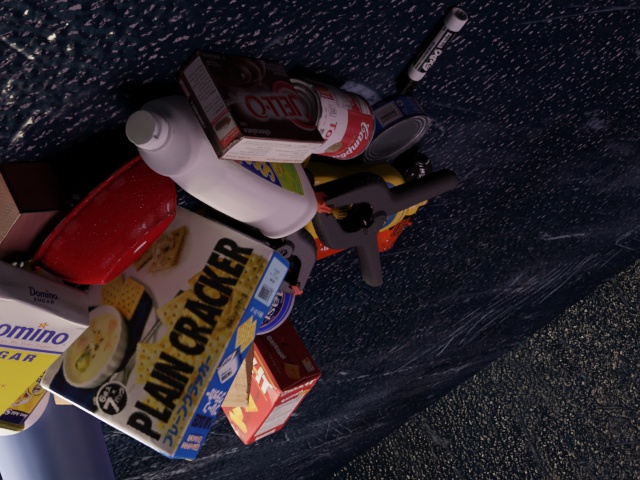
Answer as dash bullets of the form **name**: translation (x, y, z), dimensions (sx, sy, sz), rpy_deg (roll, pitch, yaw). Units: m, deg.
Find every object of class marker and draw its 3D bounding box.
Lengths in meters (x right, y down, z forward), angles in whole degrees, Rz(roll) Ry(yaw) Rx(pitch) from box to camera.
- **marker**: translation (0.110, -0.188, 1.081), dimensions (0.020, 0.020, 0.121), rpy_deg (-16, 157, -37)

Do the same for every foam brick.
- **foam brick**: translation (-0.257, -0.023, 0.901), dimensions (0.051, 0.053, 0.078), rpy_deg (-8, 152, -49)

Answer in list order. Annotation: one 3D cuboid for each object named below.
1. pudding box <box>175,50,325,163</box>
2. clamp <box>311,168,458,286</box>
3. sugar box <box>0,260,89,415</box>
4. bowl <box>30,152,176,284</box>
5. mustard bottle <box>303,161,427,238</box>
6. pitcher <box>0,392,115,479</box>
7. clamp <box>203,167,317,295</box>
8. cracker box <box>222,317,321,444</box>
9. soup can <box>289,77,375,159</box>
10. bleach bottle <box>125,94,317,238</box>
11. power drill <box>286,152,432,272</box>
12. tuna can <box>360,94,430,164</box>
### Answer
- **pudding box**: translation (-0.059, -0.112, 0.911), dimensions (0.113, 0.090, 0.039), rpy_deg (-5, 150, -51)
- **clamp**: translation (0.060, -0.033, 1.161), dimensions (0.165, 0.036, 0.209), rpy_deg (-51, 147, 10)
- **sugar box**: translation (-0.287, 0.097, 0.921), dimensions (0.093, 0.048, 0.176), rpy_deg (25, 125, -38)
- **bowl**: translation (-0.181, -0.011, 0.953), dimensions (0.162, 0.055, 0.162), rpy_deg (-45, 180, -1)
- **mustard bottle**: translation (0.042, -0.046, 1.223), dimensions (0.191, 0.058, 0.096), rpy_deg (-4, 132, -32)
- **pitcher**: translation (-0.303, 0.248, 1.232), dimensions (0.148, 0.243, 0.145), rpy_deg (-6, 154, -39)
- **clamp**: translation (-0.057, 0.001, 1.142), dimensions (0.120, 0.039, 0.171), rpy_deg (-13, 135, -6)
- **cracker box**: translation (-0.094, 0.167, 1.465), dimensions (0.072, 0.164, 0.214), rpy_deg (-23, 160, -28)
- **soup can**: translation (-0.001, -0.116, 1.023), dimensions (0.069, 0.068, 0.102), rpy_deg (-39, 159, 25)
- **bleach bottle**: translation (-0.091, -0.068, 0.956), dimensions (0.068, 0.102, 0.250), rpy_deg (-30, 163, 17)
- **power drill**: translation (0.044, -0.028, 1.335), dimensions (0.187, 0.057, 0.185), rpy_deg (-18, 152, -29)
- **tuna can**: translation (0.076, -0.123, 1.176), dimensions (0.086, 0.034, 0.086), rpy_deg (-27, 161, -10)
